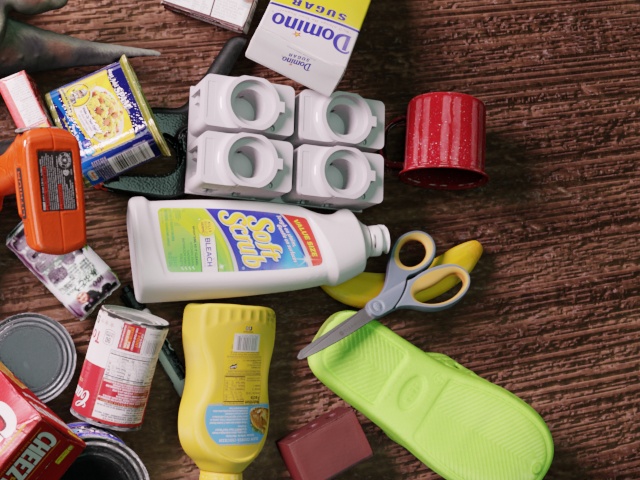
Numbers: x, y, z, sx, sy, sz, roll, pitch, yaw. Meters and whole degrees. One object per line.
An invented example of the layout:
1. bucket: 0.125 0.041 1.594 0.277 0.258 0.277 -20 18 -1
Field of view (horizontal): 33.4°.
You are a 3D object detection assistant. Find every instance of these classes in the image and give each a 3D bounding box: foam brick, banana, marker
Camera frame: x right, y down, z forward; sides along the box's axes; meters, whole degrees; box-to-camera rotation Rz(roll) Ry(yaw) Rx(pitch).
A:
1. foam brick: 0.003 0.205 1.054 0.078 0.053 0.051 -26 93 -18
2. banana: 0.079 0.036 1.099 0.197 0.037 0.069 -1 86 -16
3. marker: -0.158 0.096 1.035 0.020 0.020 0.121 -31 94 -16

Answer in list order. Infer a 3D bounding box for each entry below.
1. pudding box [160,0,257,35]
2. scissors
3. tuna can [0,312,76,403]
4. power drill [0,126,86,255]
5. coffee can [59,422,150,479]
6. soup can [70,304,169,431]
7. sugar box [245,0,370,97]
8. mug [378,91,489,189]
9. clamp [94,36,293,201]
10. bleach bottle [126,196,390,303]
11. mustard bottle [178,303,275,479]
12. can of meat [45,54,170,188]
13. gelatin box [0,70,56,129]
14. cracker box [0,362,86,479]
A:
1. pudding box: -0.099 -0.272 1.056 0.090 0.039 0.113 18 92 -2
2. scissors: 0.054 0.049 1.059 0.201 0.016 0.096 -14 69 -20
3. tuna can: -0.272 0.110 0.994 0.086 0.034 0.086 1 85 -16
4. power drill: -0.283 -0.023 0.931 0.057 0.188 0.184 -10 96 -50
5. coffee can: -0.209 0.218 0.946 0.102 0.140 0.103 1 85 -16
6. soup can: -0.185 0.117 0.990 0.068 0.068 0.102 16 92 -14
7. sugar box: -0.003 -0.228 1.053 0.093 0.048 0.176 25 47 -8
8. mug: 0.117 -0.103 1.103 0.117 0.093 0.081 0 78 20
9. clamp: -0.121 -0.088 1.053 0.209 0.036 0.164 -32 94 -20
10. bleach bottle: -0.057 0.001 1.037 0.250 0.068 0.102 -5 71 -15
11. mustard bottle: -0.091 0.157 1.022 0.096 0.058 0.191 8 83 -47
12. can of meat: -0.198 -0.109 0.991 0.084 0.057 0.102 -25 68 -3
13. gelatin box: -0.264 -0.113 0.987 0.030 0.089 0.073 -25 93 -7
14. cracker box: -0.320 0.166 0.883 0.164 0.214 0.072 -51 140 -10
